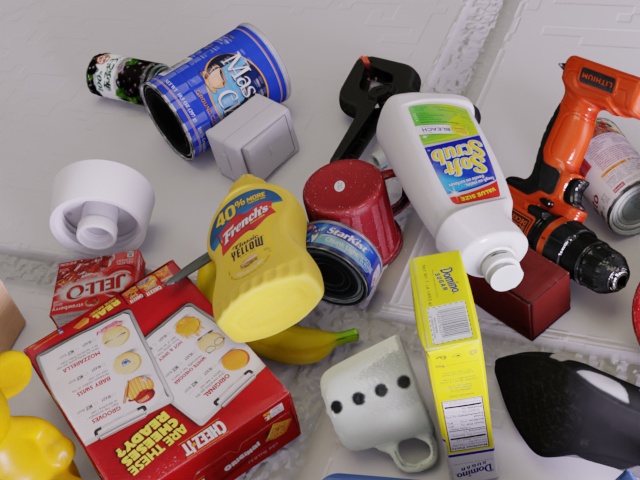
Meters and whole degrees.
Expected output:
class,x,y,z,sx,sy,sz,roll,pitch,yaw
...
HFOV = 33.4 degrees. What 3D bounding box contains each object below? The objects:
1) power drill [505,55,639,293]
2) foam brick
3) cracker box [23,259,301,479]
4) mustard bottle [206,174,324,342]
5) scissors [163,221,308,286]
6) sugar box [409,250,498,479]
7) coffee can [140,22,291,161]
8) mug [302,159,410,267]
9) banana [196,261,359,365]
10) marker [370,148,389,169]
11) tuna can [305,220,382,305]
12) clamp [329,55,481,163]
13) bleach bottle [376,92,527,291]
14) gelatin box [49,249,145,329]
class,x,y,z,sx,sy,sz,roll,pitch,yaw
power drill,0.238,-0.062,0.962,0.185,0.057,0.188,38,105,49
foam brick,0.177,0.042,0.955,0.051,0.053,0.078,-37,49,-20
cracker box,-0.143,0.134,0.945,0.164,0.072,0.214,-32,47,-16
mustard bottle,-0.057,0.001,0.970,0.096,0.058,0.191,-31,37,13
scissors,-0.073,0.007,1.042,0.096,0.016,0.201,10,27,10
sugar box,0.106,0.102,0.827,0.048,0.176,0.093,-12,44,8
coffee can,-0.119,-0.170,1.219,0.140,0.103,0.103,-35,47,-18
mug,0.039,-0.030,1.047,0.117,0.081,0.093,-28,45,-11
banana,-0.060,0.073,1.010,0.198,0.037,0.069,25,34,32
marker,0.106,-0.116,1.158,0.121,0.020,0.020,-34,46,-17
tuna can,0.013,0.022,0.999,0.086,0.086,0.033,11,51,26
clamp,0.064,-0.145,1.172,0.164,0.036,0.210,-24,35,-3
bleach bottle,0.131,-0.045,0.976,0.102,0.068,0.251,1,38,-18
gelatin box,-0.224,0.050,1.082,0.089,0.030,0.073,-10,44,7
